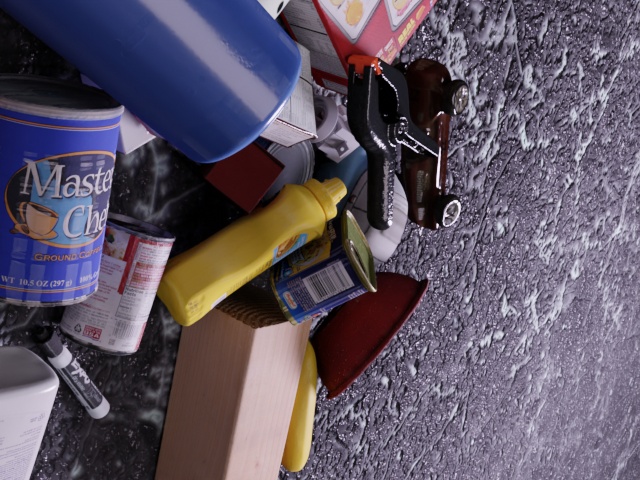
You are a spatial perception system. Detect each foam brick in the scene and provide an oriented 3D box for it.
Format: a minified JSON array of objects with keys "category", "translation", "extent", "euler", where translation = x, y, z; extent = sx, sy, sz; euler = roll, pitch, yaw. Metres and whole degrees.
[{"category":"foam brick","translation":[-0.072,-0.061,0.921],"extent":[0.053,0.078,0.051],"euler":[38,87,-13]}]

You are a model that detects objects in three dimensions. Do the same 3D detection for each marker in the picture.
[{"category":"marker","translation":[-0.210,0.111,0.899],"extent":[0.020,0.020,0.121],"euler":[-50,142,-24]}]

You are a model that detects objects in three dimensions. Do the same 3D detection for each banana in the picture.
[{"category":"banana","translation":[-0.022,0.176,1.096],"extent":[0.069,0.037,0.198],"euler":[-59,159,-58]}]

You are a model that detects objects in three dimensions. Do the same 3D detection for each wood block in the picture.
[{"category":"wood block","translation":[-0.085,0.156,1.034],"extent":[0.090,0.091,0.206],"euler":[-9,116,-52]}]

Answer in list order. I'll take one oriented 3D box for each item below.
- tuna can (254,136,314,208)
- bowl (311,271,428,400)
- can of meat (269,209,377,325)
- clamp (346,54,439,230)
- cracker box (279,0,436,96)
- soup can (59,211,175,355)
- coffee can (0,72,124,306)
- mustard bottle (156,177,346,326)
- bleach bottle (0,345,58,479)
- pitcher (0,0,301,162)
[{"category":"tuna can","translation":[-0.045,-0.066,1.010],"extent":[0.085,0.034,0.086],"euler":[-31,132,-42]},{"category":"bowl","translation":[0.040,0.085,1.099],"extent":[0.162,0.055,0.162],"euler":[-49,-179,1]},{"category":"can of meat","translation":[0.001,0.026,0.990],"extent":[0.084,0.102,0.057],"euler":[-26,111,11]},{"category":"clamp","translation":[0.068,-0.108,1.006],"extent":[0.120,0.039,0.171],"euler":[-52,141,-41]},{"category":"cracker box","translation":[0.026,-0.259,0.962],"extent":[0.164,0.072,0.213],"euler":[-55,144,-18]},{"category":"soup can","translation":[-0.166,0.035,0.870],"extent":[0.068,0.069,0.102],"euler":[10,102,-56]},{"category":"coffee can","translation":[-0.199,-0.037,0.751],"extent":[0.102,0.103,0.140],"euler":[-11,118,-51]},{"category":"mustard bottle","translation":[-0.056,0.001,0.949],"extent":[0.191,0.058,0.096],"euler":[-34,174,-16]},{"category":"bleach bottle","translation":[-0.277,0.204,0.809],"extent":[0.102,0.068,0.251],"euler":[-3,120,-51]},{"category":"pitcher","translation":[-0.118,-0.168,0.675],"extent":[0.242,0.149,0.145],"euler":[42,65,-30]}]
